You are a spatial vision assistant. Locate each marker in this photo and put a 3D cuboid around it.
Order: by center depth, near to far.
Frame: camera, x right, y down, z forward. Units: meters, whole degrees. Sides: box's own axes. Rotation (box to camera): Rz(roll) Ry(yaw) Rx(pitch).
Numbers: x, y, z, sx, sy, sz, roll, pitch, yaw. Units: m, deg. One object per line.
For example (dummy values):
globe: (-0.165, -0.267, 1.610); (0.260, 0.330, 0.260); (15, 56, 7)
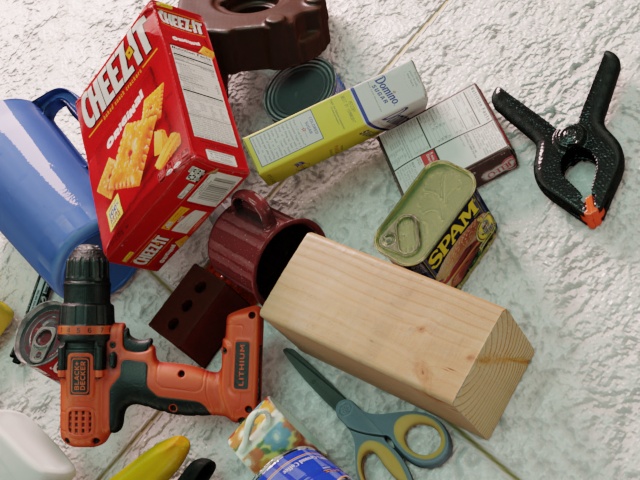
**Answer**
marker: (-0.311, 0.077, 1.162); (0.020, 0.020, 0.121); (-1, 62, 28)

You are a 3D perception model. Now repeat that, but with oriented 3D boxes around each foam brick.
foam brick: (-0.118, 0.073, 1.039); (0.053, 0.051, 0.078); (28, 78, 38)

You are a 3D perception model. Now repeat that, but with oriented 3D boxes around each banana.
banana: (-0.191, 0.238, 0.971); (0.198, 0.069, 0.037); (-37, 87, 3)

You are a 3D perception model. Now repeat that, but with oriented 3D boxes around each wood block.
wood block: (0.063, 0.078, 0.913); (0.206, 0.090, 0.090); (21, 73, 36)

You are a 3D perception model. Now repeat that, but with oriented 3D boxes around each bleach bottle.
bleach bottle: (-0.335, 0.287, 0.999); (0.103, 0.068, 0.251); (38, 97, 25)

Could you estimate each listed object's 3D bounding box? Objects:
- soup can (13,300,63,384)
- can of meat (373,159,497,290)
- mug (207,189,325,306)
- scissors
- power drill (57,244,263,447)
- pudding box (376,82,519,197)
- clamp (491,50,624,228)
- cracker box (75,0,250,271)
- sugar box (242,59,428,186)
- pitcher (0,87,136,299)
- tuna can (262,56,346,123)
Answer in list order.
soup can: (-0.243, 0.111, 1.051); (0.069, 0.102, 0.068); (-13, 56, 21)
can of meat: (0.105, -0.005, 0.944); (0.058, 0.083, 0.102); (30, 79, 37)
mug: (-0.057, 0.001, 1.012); (0.093, 0.117, 0.082); (-39, 43, -25)
scissors: (0.043, 0.145, 0.932); (0.096, 0.016, 0.202); (-33, 51, 5)
power drill: (-0.146, 0.096, 0.971); (0.187, 0.057, 0.184); (0, 88, 3)
pudding box: (0.119, -0.086, 1.015); (0.113, 0.039, 0.090); (-27, 52, 10)
clamp: (0.234, -0.095, 0.958); (0.120, 0.039, 0.171); (-28, 58, 17)
cracker box: (-0.164, -0.104, 1.053); (0.164, 0.072, 0.214); (-43, 50, 33)
sugar box: (0.017, -0.111, 1.033); (0.176, 0.093, 0.048); (-23, 86, 3)
pitcher: (-0.289, -0.050, 1.158); (0.144, 0.149, 0.243); (-20, 47, -33)
tuna can: (-0.016, -0.151, 1.130); (0.086, 0.033, 0.086); (-13, 57, 21)
